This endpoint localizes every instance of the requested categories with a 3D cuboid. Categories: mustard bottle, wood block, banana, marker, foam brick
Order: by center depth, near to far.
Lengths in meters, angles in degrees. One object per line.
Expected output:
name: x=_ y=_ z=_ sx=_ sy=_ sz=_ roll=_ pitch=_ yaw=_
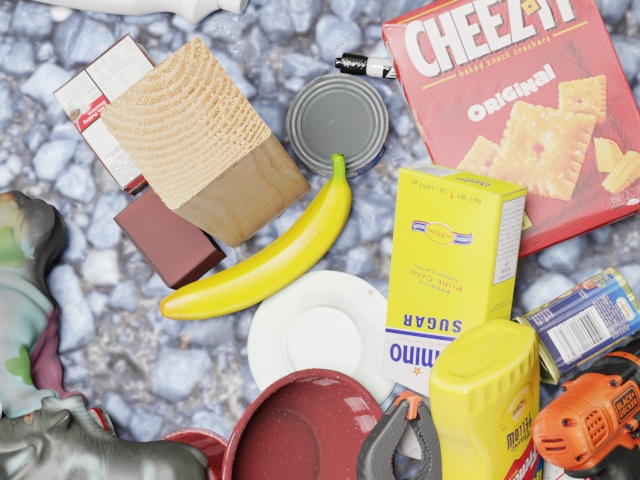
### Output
mustard bottle: x=0.127 y=0.160 z=0.783 sx=0.058 sy=0.096 sz=0.191 roll=14 pitch=125 yaw=38
wood block: x=-0.080 y=-0.066 z=0.823 sx=0.090 sy=0.206 sz=0.091 roll=-38 pitch=80 yaw=1
banana: x=-0.042 y=0.010 z=0.884 sx=0.198 sy=0.037 sz=0.069 roll=-41 pitch=118 yaw=3
foam brick: x=-0.126 y=-0.002 z=0.898 sx=0.051 sy=0.053 sz=0.078 roll=-41 pitch=81 yaw=0
marker: x=0.072 y=-0.145 z=0.909 sx=0.121 sy=0.020 sz=0.020 roll=8 pitch=84 yaw=8

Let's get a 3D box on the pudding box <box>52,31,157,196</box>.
pudding box: x=-0.164 y=-0.109 z=0.925 sx=0.090 sy=0.039 sz=0.113 roll=-38 pitch=82 yaw=1

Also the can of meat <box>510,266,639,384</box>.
can of meat: x=0.197 y=0.066 z=0.825 sx=0.084 sy=0.102 sz=0.057 roll=-30 pitch=82 yaw=0

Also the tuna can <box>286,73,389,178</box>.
tuna can: x=0.016 y=-0.095 z=0.902 sx=0.086 sy=0.033 sz=0.086 roll=-1 pitch=83 yaw=7

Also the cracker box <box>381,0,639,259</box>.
cracker box: x=0.161 y=-0.101 z=0.853 sx=0.164 sy=0.072 sz=0.214 roll=-21 pitch=89 yaw=4

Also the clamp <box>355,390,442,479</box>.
clamp: x=0.056 y=0.205 z=0.820 sx=0.120 sy=0.039 sz=0.171 roll=-6 pitch=89 yaw=-19

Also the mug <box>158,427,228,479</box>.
mug: x=-0.114 y=0.210 z=0.854 sx=0.093 sy=0.081 sz=0.117 roll=10 pitch=84 yaw=8

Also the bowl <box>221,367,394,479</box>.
bowl: x=-0.020 y=0.179 z=0.837 sx=0.161 sy=0.055 sz=0.162 roll=1 pitch=88 yaw=-35

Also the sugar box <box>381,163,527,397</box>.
sugar box: x=0.099 y=0.036 z=0.817 sx=0.093 sy=0.048 sz=0.176 roll=19 pitch=112 yaw=39
